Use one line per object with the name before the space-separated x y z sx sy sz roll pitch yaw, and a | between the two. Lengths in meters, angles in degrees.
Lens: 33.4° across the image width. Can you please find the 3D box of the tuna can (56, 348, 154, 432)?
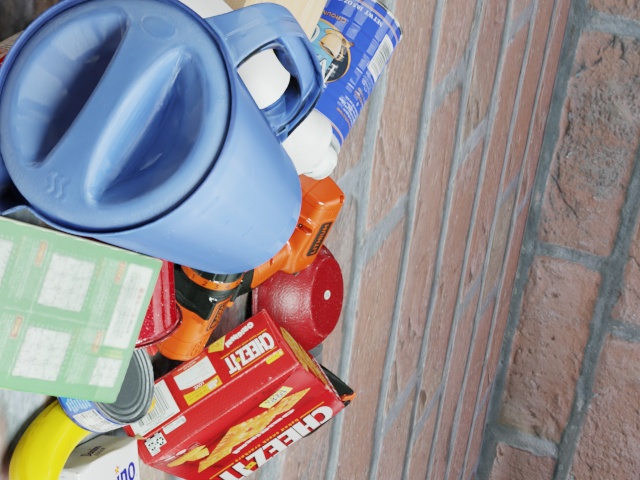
tuna can | -0.169 0.105 0.830 0.086 0.034 0.086 44 35 -43

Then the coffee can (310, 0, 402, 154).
coffee can | 0.003 -0.164 1.033 0.140 0.103 0.102 -61 159 -14

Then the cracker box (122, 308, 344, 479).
cracker box | -0.077 0.161 1.022 0.164 0.072 0.213 -34 157 0

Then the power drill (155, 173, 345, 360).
power drill | -0.056 0.001 0.905 0.187 0.057 0.185 -34 161 -49

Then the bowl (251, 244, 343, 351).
bowl | -0.016 0.062 1.216 0.161 0.055 0.162 4 90 -65

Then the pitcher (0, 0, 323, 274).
pitcher | -0.077 -0.053 0.650 0.242 0.149 0.145 41 61 -76

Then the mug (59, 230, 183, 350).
mug | -0.149 0.020 0.806 0.117 0.093 0.081 -70 163 -63

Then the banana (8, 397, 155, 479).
banana | -0.191 0.154 0.837 0.069 0.037 0.197 65 25 -15

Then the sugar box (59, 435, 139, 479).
sugar box | -0.185 0.261 0.890 0.093 0.048 0.176 -19 109 -68
